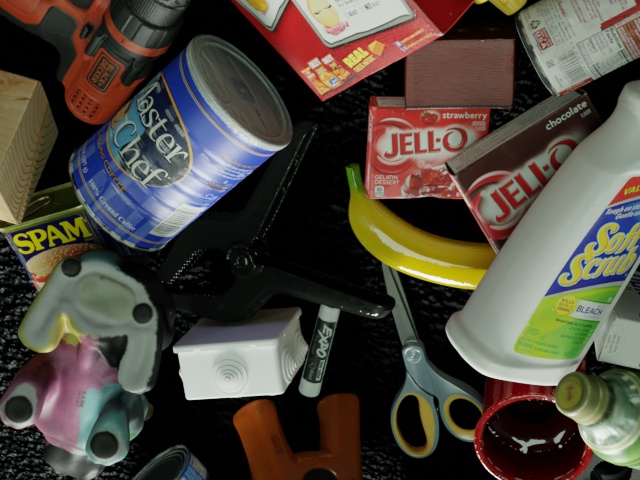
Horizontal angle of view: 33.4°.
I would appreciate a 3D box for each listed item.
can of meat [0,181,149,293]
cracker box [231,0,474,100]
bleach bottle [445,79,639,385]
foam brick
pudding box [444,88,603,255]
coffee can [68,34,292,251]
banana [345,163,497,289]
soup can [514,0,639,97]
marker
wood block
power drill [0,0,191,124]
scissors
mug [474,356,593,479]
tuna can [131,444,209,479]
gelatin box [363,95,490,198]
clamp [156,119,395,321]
[{"bbox_3d":[-0.204,0.001,0.887,0.102,0.057,0.084,-14,118,18],"label":"can of meat"},{"bbox_3d":[-0.013,-0.208,0.696,0.213,0.072,0.164,47,156,-13],"label":"cracker box"},{"bbox_3d":[0.188,-0.018,0.738,0.102,0.068,0.251,11,116,-32],"label":"bleach bottle"},{"bbox_3d":[0.101,-0.127,0.768,0.078,0.053,0.051,0,116,10],"label":"foam brick"},{"bbox_3d":[0.161,-0.047,0.783,0.113,0.039,0.090,-33,114,5],"label":"pudding box"},{"bbox_3d":[-0.106,-0.072,0.806,0.140,0.102,0.102,-37,104,25],"label":"coffee can"},{"bbox_3d":[0.102,0.004,0.841,0.198,0.037,0.070,20,118,1],"label":"banana"},{"bbox_3d":[0.193,-0.149,0.729,0.102,0.068,0.068,-26,109,22],"label":"soup can"},{"bbox_3d":[0.002,0.080,0.908,0.020,0.020,0.121,15,118,3],"label":"marker"},{"bbox_3d":[-0.323,-0.095,0.827,0.206,0.090,0.090,16,159,3],"label":"wood block"},{"bbox_3d":[-0.189,-0.190,0.769,0.187,0.057,0.185,40,134,-6],"label":"power drill"},{"bbox_3d":[0.098,0.101,0.902,0.096,0.016,0.202,3,117,8],"label":"scissors"},{"bbox_3d":[0.178,0.131,0.864,0.093,0.081,0.117,25,118,-2],"label":"mug"},{"bbox_3d":[-0.143,0.230,0.974,0.086,0.086,0.033,-33,108,23],"label":"tuna can"},{"bbox_3d":[0.079,-0.069,0.802,0.089,0.030,0.073,0,114,-3],"label":"gelatin box"},{"bbox_3d":[-0.056,0.001,0.862,0.210,0.036,0.164,-13,98,27],"label":"clamp"}]
